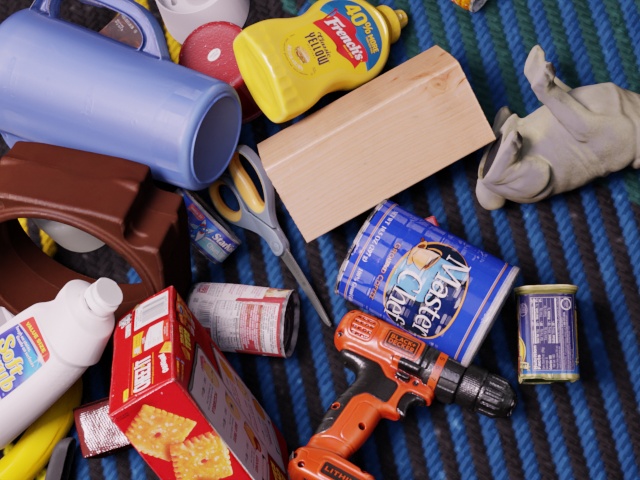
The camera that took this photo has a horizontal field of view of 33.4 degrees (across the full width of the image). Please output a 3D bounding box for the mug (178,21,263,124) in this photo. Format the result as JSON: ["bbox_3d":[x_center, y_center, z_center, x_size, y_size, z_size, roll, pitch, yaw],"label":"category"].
[{"bbox_3d":[-0.087,-0.172,1.104,0.117,0.081,0.093,18,82,14],"label":"mug"}]

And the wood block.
[{"bbox_3d":[0.051,-0.096,1.042,0.206,0.090,0.091,-29,112,4],"label":"wood block"}]

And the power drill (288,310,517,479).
[{"bbox_3d":[0.070,0.170,0.986,0.184,0.057,0.187,23,58,16],"label":"power drill"}]

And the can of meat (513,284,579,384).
[{"bbox_3d":[0.208,0.089,0.983,0.057,0.102,0.084,-2,80,9],"label":"can of meat"}]

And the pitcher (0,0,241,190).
[{"bbox_3d":[-0.201,-0.145,1.046,0.243,0.149,0.144,20,57,20],"label":"pitcher"}]

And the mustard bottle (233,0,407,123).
[{"bbox_3d":[0.012,-0.194,1.072,0.191,0.058,0.096,-28,89,-29],"label":"mustard bottle"}]

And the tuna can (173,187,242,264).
[{"bbox_3d":[-0.121,-0.016,1.076,0.034,0.086,0.086,-44,74,1],"label":"tuna can"}]

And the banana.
[{"bbox_3d":[-0.296,0.201,1.093,0.070,0.037,0.198,23,81,39],"label":"banana"}]

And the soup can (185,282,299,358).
[{"bbox_3d":[-0.077,0.078,1.057,0.102,0.068,0.068,4,79,12],"label":"soup can"}]

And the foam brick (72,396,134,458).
[{"bbox_3d":[-0.198,0.182,1.067,0.078,0.053,0.051,-19,75,8],"label":"foam brick"}]

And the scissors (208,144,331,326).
[{"bbox_3d":[-0.057,0.001,1.089,0.096,0.016,0.202,-14,100,46],"label":"scissors"}]

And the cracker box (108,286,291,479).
[{"bbox_3d":[-0.101,0.169,0.944,0.072,0.164,0.213,-29,116,5],"label":"cracker box"}]

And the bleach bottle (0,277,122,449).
[{"bbox_3d":[-0.268,0.105,1.008,0.251,0.067,0.102,-40,56,33],"label":"bleach bottle"}]

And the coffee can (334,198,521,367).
[{"bbox_3d":[0.098,0.038,0.983,0.140,0.102,0.103,29,85,12],"label":"coffee can"}]
